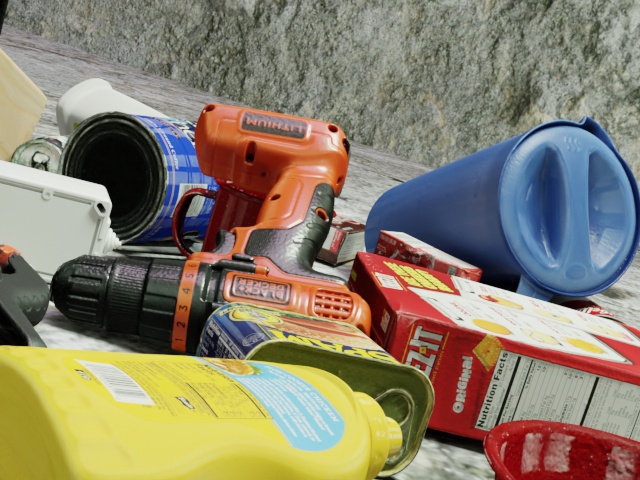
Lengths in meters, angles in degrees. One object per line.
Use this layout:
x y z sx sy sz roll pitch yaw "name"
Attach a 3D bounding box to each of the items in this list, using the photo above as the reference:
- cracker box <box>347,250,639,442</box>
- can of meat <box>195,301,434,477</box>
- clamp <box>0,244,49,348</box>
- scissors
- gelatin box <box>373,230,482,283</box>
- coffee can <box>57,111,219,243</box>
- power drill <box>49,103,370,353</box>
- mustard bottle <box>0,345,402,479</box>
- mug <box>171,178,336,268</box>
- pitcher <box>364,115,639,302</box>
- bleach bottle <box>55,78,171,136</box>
0.125 0.080 0.677 0.213 0.072 0.164 15 9 -8 "cracker box"
-0.007 0.072 0.539 0.102 0.057 0.084 14 7 -22 "can of meat"
-0.190 0.021 0.538 0.120 0.039 0.171 32 0 -14 "clamp"
-0.075 0.017 0.857 0.096 0.016 0.201 20 10 22 "scissors"
0.072 0.041 0.802 0.030 0.073 0.089 6 15 -44 "gelatin box"
-0.130 -0.050 0.872 0.103 0.103 0.140 21 11 23 "coffee can"
-0.057 -0.006 0.660 0.184 0.057 0.187 11 45 -3 "power drill"
-0.038 0.080 0.425 0.191 0.058 0.096 8 14 -43 "mustard bottle"
-0.055 0.001 0.781 0.117 0.081 0.093 19 10 9 "mug"
0.132 -0.003 0.884 0.149 0.145 0.243 -18 2 -26 "pitcher"
-0.135 -0.069 0.994 0.251 0.102 0.068 24 46 31 "bleach bottle"
